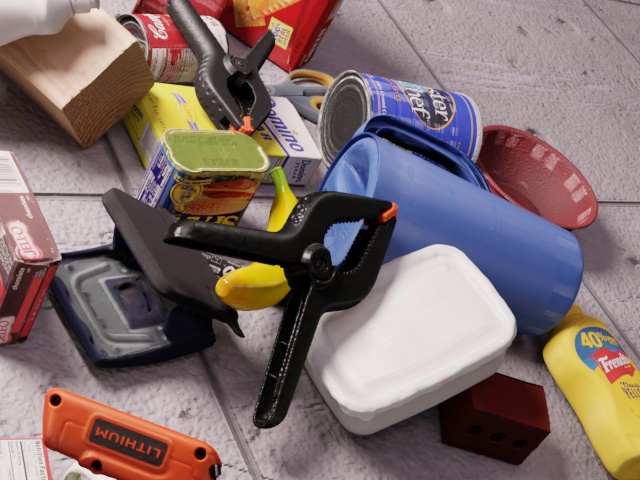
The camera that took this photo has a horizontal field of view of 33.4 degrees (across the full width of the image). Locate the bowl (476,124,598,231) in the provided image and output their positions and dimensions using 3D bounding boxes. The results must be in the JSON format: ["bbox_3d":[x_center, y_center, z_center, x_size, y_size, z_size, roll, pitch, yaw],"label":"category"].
[{"bbox_3d":[0.224,-0.055,1.181,0.162,0.055,0.162,20,38,-16],"label":"bowl"}]

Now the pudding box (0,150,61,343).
[{"bbox_3d":[-0.229,0.004,0.759,0.039,0.090,0.113,0,47,-38],"label":"pudding box"}]

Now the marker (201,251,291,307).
[{"bbox_3d":[-0.067,0.032,0.903,0.121,0.020,0.020,24,37,-12],"label":"marker"}]

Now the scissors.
[{"bbox_3d":[-0.041,-0.143,1.126,0.096,0.016,0.201,46,39,18],"label":"scissors"}]

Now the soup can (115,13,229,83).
[{"bbox_3d":[-0.149,-0.189,1.057,0.102,0.069,0.068,-10,53,-43],"label":"soup can"}]

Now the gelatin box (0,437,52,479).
[{"bbox_3d":[-0.207,0.158,0.648,0.089,0.030,0.073,6,42,-31],"label":"gelatin box"}]

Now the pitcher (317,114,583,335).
[{"bbox_3d":[0.118,-0.006,0.987,0.242,0.149,0.145,20,13,-21],"label":"pitcher"}]

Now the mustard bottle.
[{"bbox_3d":[0.260,0.129,0.993,0.096,0.058,0.192,7,42,-36],"label":"mustard bottle"}]

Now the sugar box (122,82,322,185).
[{"bbox_3d":[-0.092,-0.101,1.016,0.175,0.048,0.093,-2,48,-35],"label":"sugar box"}]

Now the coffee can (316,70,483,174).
[{"bbox_3d":[0.082,-0.113,1.107,0.140,0.103,0.103,7,43,-30],"label":"coffee can"}]

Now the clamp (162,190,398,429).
[{"bbox_3d":[-0.017,0.015,0.803,0.209,0.036,0.164,-43,112,-36],"label":"clamp"}]

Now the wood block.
[{"bbox_3d":[-0.253,-0.190,0.937,0.206,0.091,0.090,42,79,13],"label":"wood block"}]

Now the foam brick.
[{"bbox_3d":[0.145,0.146,0.896,0.078,0.053,0.051,18,39,-16],"label":"foam brick"}]

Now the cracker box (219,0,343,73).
[{"bbox_3d":[-0.072,-0.313,1.175,0.214,0.164,0.072,35,34,4],"label":"cracker box"}]

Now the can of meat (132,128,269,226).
[{"bbox_3d":[-0.103,-0.047,0.913,0.101,0.084,0.057,-3,48,-38],"label":"can of meat"}]

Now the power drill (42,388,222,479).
[{"bbox_3d":[-0.145,0.179,0.575,0.184,0.057,0.187,20,77,-5],"label":"power drill"}]

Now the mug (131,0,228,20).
[{"bbox_3d":[-0.138,-0.264,1.118,0.081,0.117,0.093,27,64,-15],"label":"mug"}]

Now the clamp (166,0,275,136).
[{"bbox_3d":[-0.078,-0.159,1.015,0.120,0.039,0.171,4,56,-35],"label":"clamp"}]

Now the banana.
[{"bbox_3d":[-0.044,0.012,0.878,0.069,0.037,0.197,49,26,-18],"label":"banana"}]
